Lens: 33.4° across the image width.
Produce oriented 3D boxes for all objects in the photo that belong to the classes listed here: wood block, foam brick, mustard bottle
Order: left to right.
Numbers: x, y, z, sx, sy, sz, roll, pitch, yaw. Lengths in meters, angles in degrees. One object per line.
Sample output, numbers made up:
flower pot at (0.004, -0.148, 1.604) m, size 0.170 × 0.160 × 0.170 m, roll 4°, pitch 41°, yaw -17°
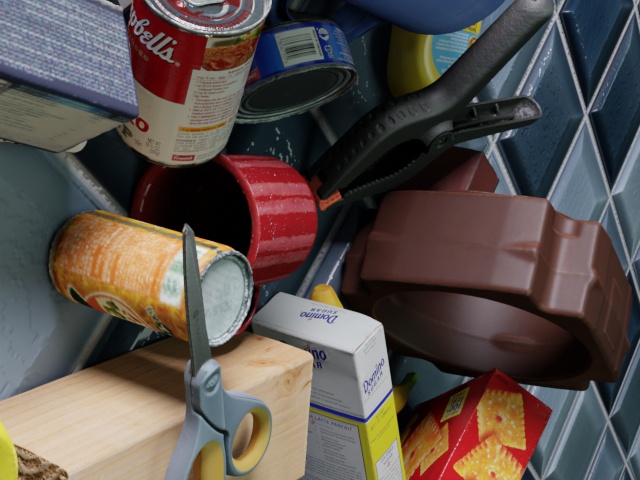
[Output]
wood block at (-0.102, 0.123, 0.627) m, size 0.205 × 0.090 × 0.091 m, roll -19°, pitch 117°, yaw -53°
mustard bottle at (0.091, -0.165, 0.835) m, size 0.096 × 0.058 × 0.192 m, roll -7°, pitch 107°, yaw -59°
foam brick at (0.096, -0.045, 0.872) m, size 0.053 × 0.078 × 0.051 m, roll 45°, pitch 64°, yaw -55°

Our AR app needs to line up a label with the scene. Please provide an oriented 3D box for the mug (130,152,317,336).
mug at (-0.054, 0.001, 0.650) m, size 0.081 × 0.093 × 0.117 m, roll -8°, pitch 98°, yaw -60°

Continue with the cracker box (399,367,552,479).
cracker box at (0.087, 0.223, 0.892) m, size 0.213 × 0.072 × 0.164 m, roll -55°, pitch -175°, yaw -28°

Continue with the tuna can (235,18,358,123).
tuna can at (-0.022, -0.104, 0.662) m, size 0.085 × 0.086 × 0.034 m, roll -4°, pitch 74°, yaw -56°

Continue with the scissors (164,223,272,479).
scissors at (-0.051, 0.070, 0.562) m, size 0.096 × 0.016 × 0.202 m, roll -30°, pitch 134°, yaw -53°

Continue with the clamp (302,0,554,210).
clamp at (0.085, -0.084, 0.789) m, size 0.210 × 0.036 × 0.164 m, roll -34°, pitch 156°, yaw 2°

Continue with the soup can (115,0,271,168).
soup can at (-0.070, -0.095, 0.564) m, size 0.068 × 0.068 × 0.102 m, roll -44°, pitch 166°, yaw -39°

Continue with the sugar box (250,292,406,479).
sugar box at (0.010, 0.127, 0.792) m, size 0.048 × 0.093 × 0.176 m, roll -41°, pitch 134°, yaw -42°
